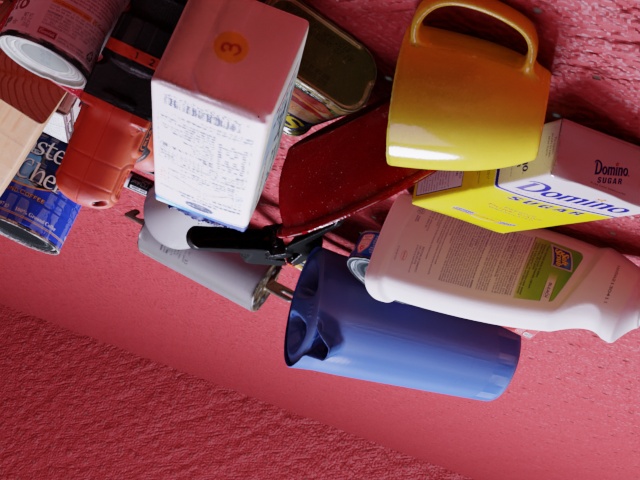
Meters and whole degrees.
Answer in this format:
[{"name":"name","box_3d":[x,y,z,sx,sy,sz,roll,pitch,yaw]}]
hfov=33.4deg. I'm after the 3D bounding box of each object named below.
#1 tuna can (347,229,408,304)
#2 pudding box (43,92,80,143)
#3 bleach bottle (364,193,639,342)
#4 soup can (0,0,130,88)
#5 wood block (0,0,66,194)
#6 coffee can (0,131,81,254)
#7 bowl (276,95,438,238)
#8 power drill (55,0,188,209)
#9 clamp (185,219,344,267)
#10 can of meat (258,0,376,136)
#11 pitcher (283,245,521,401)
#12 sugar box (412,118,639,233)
[{"name":"tuna can","box_3d":[0.070,0.027,1.054,0.086,0.033,0.086,27,161,10]},{"name":"pudding box","box_3d":[-0.302,-0.150,1.096,0.113,0.039,0.090,26,164,-3]},{"name":"bleach bottle","box_3d":[0.171,0.036,0.918,0.251,0.102,0.068,17,169,25]},{"name":"soup can","box_3d":[-0.167,-0.164,0.729,0.068,0.102,0.068,22,165,6]},{"name":"wood block","box_3d":[-0.302,-0.121,0.995,0.090,0.090,0.206,33,149,-15]},{"name":"coffee can","box_3d":[-0.305,-0.069,1.179,0.103,0.140,0.103,21,165,6]},{"name":"bowl","box_3d":[0.029,-0.062,0.772,0.162,0.161,0.055,-9,109,63]},{"name":"power drill","box_3d":[-0.125,-0.115,0.778,0.057,0.184,0.187,26,-175,-1]},{"name":"clamp","box_3d":[-0.058,0.001,1.171,0.164,0.036,0.210,-7,169,-2]},{"name":"can of meat","box_3d":[-0.022,-0.122,0.750,0.102,0.057,0.084,30,161,-25]},{"name":"pitcher","box_3d":[0.088,0.092,1.170,0.242,0.149,0.145,15,160,-13]},{"name":"sugar box","box_3d":[0.151,-0.041,0.769,0.093,0.048,0.176,16,171,-23]}]
